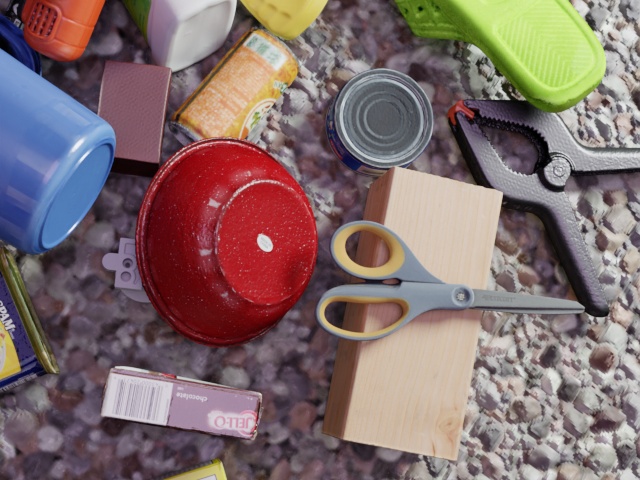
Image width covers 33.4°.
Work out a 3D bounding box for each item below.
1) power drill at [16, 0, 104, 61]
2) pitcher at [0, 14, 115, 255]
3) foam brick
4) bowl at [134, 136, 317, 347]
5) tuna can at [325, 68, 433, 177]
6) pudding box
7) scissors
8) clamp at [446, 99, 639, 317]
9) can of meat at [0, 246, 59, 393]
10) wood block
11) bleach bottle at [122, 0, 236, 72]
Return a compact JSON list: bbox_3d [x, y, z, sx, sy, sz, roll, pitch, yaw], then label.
[{"bbox_3d":[-0.215,-0.246,0.781,0.188,0.057,0.184,30,100,22],"label":"power drill"},{"bbox_3d":[-0.266,-0.101,0.757,0.243,0.145,0.149,31,91,4],"label":"pitcher"},{"bbox_3d":[-0.147,-0.094,0.831,0.053,0.051,0.078,8,81,-8],"label":"foam brick"},{"bbox_3d":[-0.055,0.001,0.796,0.161,0.055,0.162,0,90,-39],"label":"bowl"},{"bbox_3d":[0.049,-0.097,0.875,0.086,0.034,0.086,1,82,-10],"label":"tuna can"},{"bbox_3d":[-0.104,0.122,0.790,0.113,0.090,0.039,12,79,-8],"label":"pudding box"},{"bbox_3d":[0.091,0.024,0.783,0.201,0.016,0.096,-10,84,-10],"label":"scissors"},{"bbox_3d":[0.203,-0.060,0.896,0.210,0.036,0.164,40,78,-3],"label":"clamp"},{"bbox_3d":[-0.252,0.068,0.788,0.084,0.057,0.102,-23,87,-10],"label":"can of meat"},{"bbox_3d":[0.070,0.058,0.830,0.090,0.090,0.206,12,81,-8],"label":"wood block"},{"bbox_3d":[-0.161,-0.260,0.837,0.068,0.103,0.251,-31,80,-21],"label":"bleach bottle"}]
